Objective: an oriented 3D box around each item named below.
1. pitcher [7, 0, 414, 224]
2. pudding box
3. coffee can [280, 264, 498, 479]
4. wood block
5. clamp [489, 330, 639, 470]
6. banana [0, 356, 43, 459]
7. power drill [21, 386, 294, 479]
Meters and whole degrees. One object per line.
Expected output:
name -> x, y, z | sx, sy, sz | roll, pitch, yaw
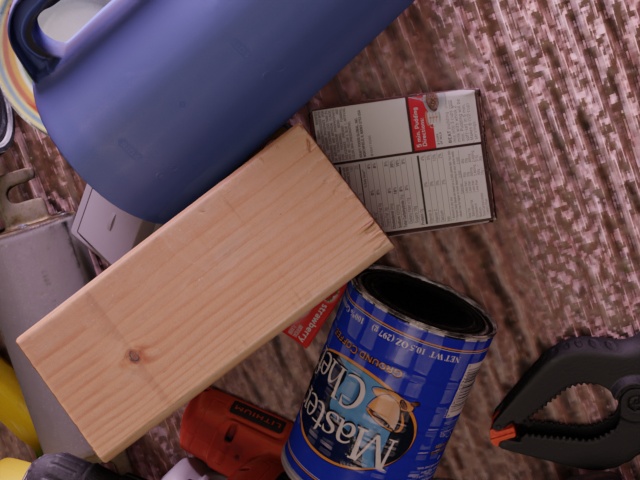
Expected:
pitcher -> -0.053, -0.133, 0.624 | 0.243, 0.149, 0.145 | -38, 77, 24
pudding box -> 0.053, -0.048, 0.695 | 0.113, 0.039, 0.090 | -7, 91, 7
coffee can -> 0.044, 0.101, 0.711 | 0.103, 0.102, 0.140 | 22, 106, 6
wood block -> -0.064, 0.030, 0.641 | 0.206, 0.090, 0.091 | -37, 88, 4
clamp -> 0.218, 0.108, 0.709 | 0.210, 0.036, 0.164 | -26, 98, 19
banana -> -0.280, 0.102, 0.816 | 0.198, 0.037, 0.070 | 34, 107, 3
power drill -> -0.083, 0.163, 0.709 | 0.184, 0.187, 0.057 | 26, 108, 4
